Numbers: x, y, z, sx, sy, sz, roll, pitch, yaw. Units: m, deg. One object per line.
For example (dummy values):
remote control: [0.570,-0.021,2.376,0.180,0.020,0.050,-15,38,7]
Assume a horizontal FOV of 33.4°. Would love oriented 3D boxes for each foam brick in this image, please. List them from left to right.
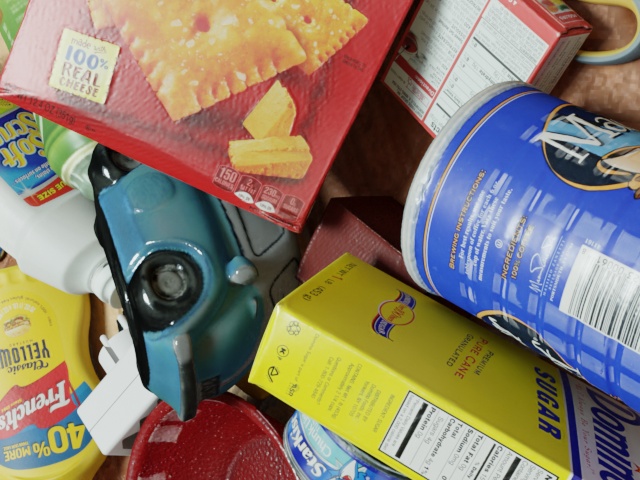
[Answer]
foam brick: [0.036,0.018,0.546,0.078,0.052,0.051,41,117,34]

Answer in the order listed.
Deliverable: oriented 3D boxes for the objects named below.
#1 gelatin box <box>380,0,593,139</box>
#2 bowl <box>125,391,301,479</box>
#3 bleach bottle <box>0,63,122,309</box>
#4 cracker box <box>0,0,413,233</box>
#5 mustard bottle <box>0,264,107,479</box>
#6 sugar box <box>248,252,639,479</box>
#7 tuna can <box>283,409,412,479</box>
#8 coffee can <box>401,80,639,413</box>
gelatin box: [0.076,-0.087,0.509,0.073,0.030,0.089,49,135,24]
bowl: [-0.044,0.162,0.620,0.162,0.055,0.162,2,92,42]
bleach bottle: [-0.203,-0.040,0.742,0.251,0.102,0.068,40,125,27]
cracker box: [-0.036,-0.132,0.508,0.164,0.072,0.214,26,105,-3]
mustard bottle: [-0.193,0.114,0.732,0.058,0.096,0.191,119,137,-77]
sugar box: [0.065,0.072,0.454,0.176,0.093,0.048,26,111,12]
tuna can: [0.027,0.102,0.535,0.086,0.085,0.034,44,117,32]
coffee can: [0.118,0.005,0.437,0.140,0.102,0.103,31,111,37]
